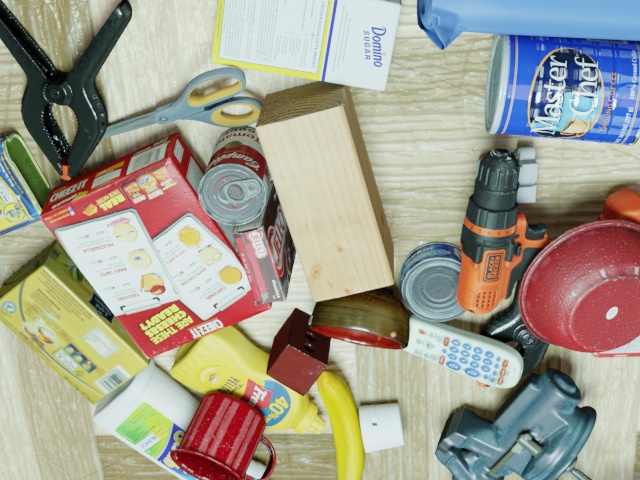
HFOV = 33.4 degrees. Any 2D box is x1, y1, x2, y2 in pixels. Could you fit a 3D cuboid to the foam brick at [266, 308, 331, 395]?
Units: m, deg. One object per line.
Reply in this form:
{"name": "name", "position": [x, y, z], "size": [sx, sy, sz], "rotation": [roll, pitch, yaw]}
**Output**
{"name": "foam brick", "position": [-0.024, 0.126, 1.213], "size": [0.053, 0.078, 0.051], "rotation": [30, 118, -12]}

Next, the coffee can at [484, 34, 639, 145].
{"name": "coffee can", "position": [0.236, -0.148, 1.032], "size": [0.140, 0.102, 0.103], "rotation": [5, 118, 1]}

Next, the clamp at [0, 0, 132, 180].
{"name": "clamp", "position": [-0.276, -0.164, 1.099], "size": [0.164, 0.036, 0.210], "rotation": [14, 122, 8]}

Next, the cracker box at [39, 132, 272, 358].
{"name": "cracker box", "position": [-0.172, 0.008, 1.157], "size": [0.164, 0.072, 0.213], "rotation": [-23, 120, 17]}

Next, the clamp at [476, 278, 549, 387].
{"name": "clamp", "position": [0.242, 0.103, 1.204], "size": [0.120, 0.039, 0.172], "rotation": [28, 114, -5]}

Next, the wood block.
{"name": "wood block", "position": [0.009, -0.052, 1.108], "size": [0.090, 0.090, 0.206], "rotation": [-13, 116, 11]}

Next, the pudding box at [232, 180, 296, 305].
{"name": "pudding box", "position": [-0.057, 0.001, 1.128], "size": [0.039, 0.113, 0.090], "rotation": [-10, 117, 9]}

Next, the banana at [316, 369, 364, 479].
{"name": "banana", "position": [0.027, 0.223, 1.266], "size": [0.037, 0.069, 0.198], "rotation": [-6, 116, 10]}

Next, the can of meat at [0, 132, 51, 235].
{"name": "can of meat", "position": [-0.347, -0.057, 1.152], "size": [0.084, 0.057, 0.102], "rotation": [-20, 116, 12]}

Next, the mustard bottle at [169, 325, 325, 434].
{"name": "mustard bottle", "position": [-0.074, 0.171, 1.252], "size": [0.191, 0.058, 0.096], "rotation": [34, 125, -14]}

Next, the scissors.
{"name": "scissors", "position": [-0.144, -0.126, 1.117], "size": [0.202, 0.016, 0.096], "rotation": [-23, 143, 35]}

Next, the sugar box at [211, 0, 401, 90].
{"name": "sugar box", "position": [-0.014, -0.209, 1.051], "size": [0.176, 0.048, 0.093], "rotation": [9, 121, -4]}

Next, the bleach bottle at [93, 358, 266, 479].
{"name": "bleach bottle", "position": [-0.148, 0.248, 1.298], "size": [0.250, 0.068, 0.103], "rotation": [39, 118, -18]}

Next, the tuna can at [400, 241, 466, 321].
{"name": "tuna can", "position": [0.131, 0.047, 1.184], "size": [0.086, 0.033, 0.086], "rotation": [2, 118, 3]}

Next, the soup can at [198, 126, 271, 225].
{"name": "soup can", "position": [-0.084, -0.068, 1.099], "size": [0.068, 0.102, 0.068], "rotation": [2, 118, 3]}

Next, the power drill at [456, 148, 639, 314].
{"name": "power drill", "position": [0.236, -0.012, 1.096], "size": [0.187, 0.057, 0.184], "rotation": [-2, 123, -11]}

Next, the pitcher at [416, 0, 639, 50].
{"name": "pitcher", "position": [0.212, -0.257, 0.970], "size": [0.242, 0.145, 0.149], "rotation": [5, 129, -3]}

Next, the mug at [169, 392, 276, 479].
{"name": "mug", "position": [-0.103, 0.234, 1.223], "size": [0.117, 0.081, 0.093], "rotation": [30, 150, -8]}

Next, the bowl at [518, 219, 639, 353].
{"name": "bowl", "position": [0.287, 0.060, 1.084], "size": [0.162, 0.055, 0.162], "rotation": [-6, 123, -9]}
